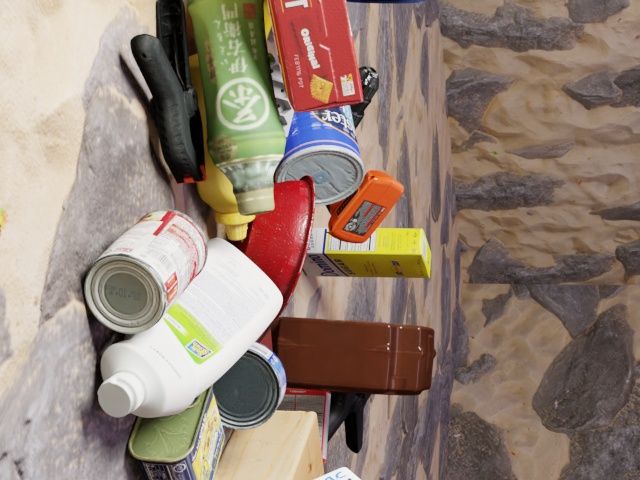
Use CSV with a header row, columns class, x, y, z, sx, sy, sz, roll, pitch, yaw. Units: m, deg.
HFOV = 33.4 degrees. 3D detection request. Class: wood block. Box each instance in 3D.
class,x,y,z,sx,sy,sz,roll,pitch,yaw
wood block,-0.063,0.274,1.128,0.206,0.090,0.091,-63,149,-63

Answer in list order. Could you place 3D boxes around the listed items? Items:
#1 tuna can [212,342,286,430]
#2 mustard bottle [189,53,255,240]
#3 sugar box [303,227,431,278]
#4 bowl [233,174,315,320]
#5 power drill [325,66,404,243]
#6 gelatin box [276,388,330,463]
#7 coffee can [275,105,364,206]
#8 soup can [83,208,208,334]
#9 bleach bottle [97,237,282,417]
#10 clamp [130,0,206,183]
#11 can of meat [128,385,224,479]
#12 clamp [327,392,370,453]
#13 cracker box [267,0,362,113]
class,x,y,z,sx,sy,sz,roll,pitch,yaw
tuna can,-0.078,0.144,1.070,0.033,0.086,0.086,-43,132,-74
mustard bottle,-0.092,-0.092,1.066,0.096,0.058,0.192,-41,131,-60
sugar box,0.059,0.018,1.467,0.093,0.176,0.048,61,30,-63
bowl,-0.057,0.001,1.144,0.162,0.055,0.162,-166,-90,-76
power drill,0.038,-0.102,1.325,0.185,0.057,0.188,-55,-143,28
gelatin box,-0.028,0.228,1.317,0.030,0.073,0.089,51,41,-69
coffee can,-0.009,-0.126,1.259,0.103,0.103,0.140,71,8,-54
soup can,-0.137,0.023,0.850,0.102,0.068,0.068,-59,147,-65
bleach bottle,-0.120,0.079,0.906,0.068,0.102,0.250,-51,175,25
clamp,-0.131,-0.124,0.941,0.120,0.039,0.171,-61,145,-64
can of meat,-0.123,0.176,0.941,0.102,0.057,0.084,-76,163,-45
clamp,0.043,0.221,1.467,0.164,0.036,0.210,8,108,-61
cracker box,-0.017,-0.233,0.993,0.213,0.072,0.164,-99,178,-62
